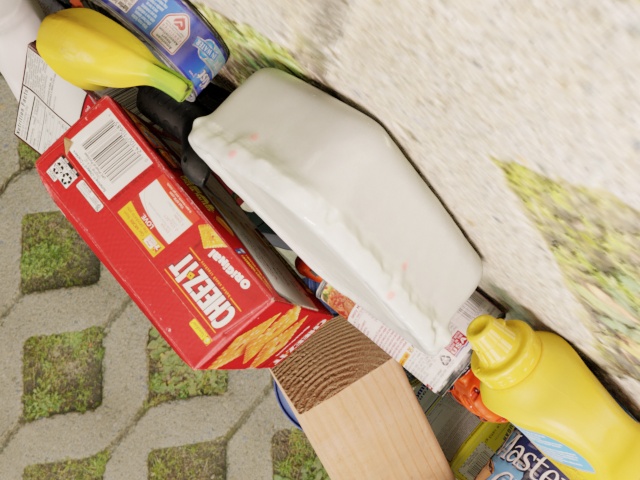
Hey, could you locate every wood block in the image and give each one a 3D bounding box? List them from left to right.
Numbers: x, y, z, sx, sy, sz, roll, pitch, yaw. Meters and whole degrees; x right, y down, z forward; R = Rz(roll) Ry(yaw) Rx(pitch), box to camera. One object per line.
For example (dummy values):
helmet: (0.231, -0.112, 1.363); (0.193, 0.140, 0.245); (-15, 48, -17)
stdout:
wood block: (0.045, 0.173, 0.899); (0.206, 0.090, 0.091); (64, 171, -30)

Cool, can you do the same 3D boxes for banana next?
banana: (-0.132, -0.103, 0.611); (0.069, 0.037, 0.198); (44, 173, -24)

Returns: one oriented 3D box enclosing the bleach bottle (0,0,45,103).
bleach bottle: (-0.233, -0.130, 0.924); (0.250, 0.068, 0.103); (65, 179, -43)

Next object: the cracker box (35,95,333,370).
cracker box: (-0.082, 0.007, 0.717); (0.164, 0.072, 0.213); (50, -177, 11)

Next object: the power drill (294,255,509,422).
power drill: (0.067, 0.056, 0.792); (0.187, 0.057, 0.184); (39, 176, -2)

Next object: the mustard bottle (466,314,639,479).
mustard bottle: (0.148, 0.107, 0.630); (0.191, 0.058, 0.096); (43, 174, -26)

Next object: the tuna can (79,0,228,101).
tuna can: (-0.093, -0.120, 0.607); (0.086, 0.033, 0.086); (40, 174, 5)

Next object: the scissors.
scissors: (-0.056, 0.001, 0.918); (0.096, 0.016, 0.201); (26, -155, -3)

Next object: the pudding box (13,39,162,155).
pudding box: (-0.174, -0.088, 0.795); (0.113, 0.039, 0.090); (39, 134, 15)

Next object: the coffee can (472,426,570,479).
coffee can: (0.167, 0.203, 0.817); (0.103, 0.140, 0.103); (40, 174, 5)

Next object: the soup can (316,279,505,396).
soup can: (0.057, 0.041, 0.675); (0.102, 0.068, 0.068); (39, 174, 10)

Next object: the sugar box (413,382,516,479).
sugar box: (0.133, 0.171, 1.018); (0.048, 0.093, 0.176); (42, 175, -11)

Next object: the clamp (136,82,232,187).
clamp: (-0.069, -0.069, 0.655); (0.172, 0.039, 0.120); (35, -166, 36)
